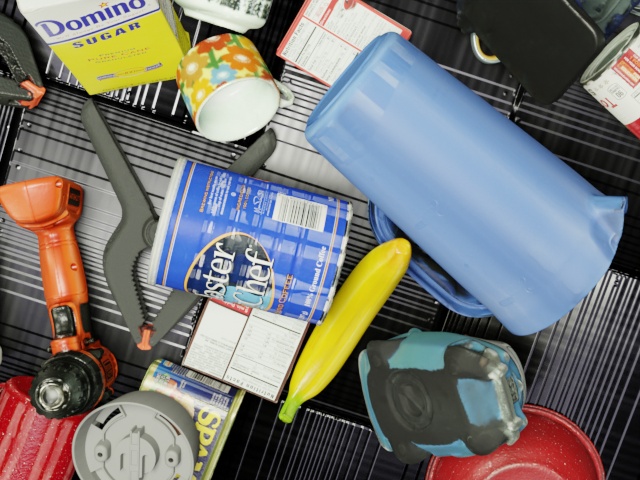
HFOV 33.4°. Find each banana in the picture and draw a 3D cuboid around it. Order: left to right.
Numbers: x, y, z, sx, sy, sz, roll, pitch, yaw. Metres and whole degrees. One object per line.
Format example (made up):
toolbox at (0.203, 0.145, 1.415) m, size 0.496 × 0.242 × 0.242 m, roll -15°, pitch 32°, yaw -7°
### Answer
banana at (0.025, 0.067, 0.888) m, size 0.037 × 0.069 × 0.198 m, roll 25°, pitch 116°, yaw -11°

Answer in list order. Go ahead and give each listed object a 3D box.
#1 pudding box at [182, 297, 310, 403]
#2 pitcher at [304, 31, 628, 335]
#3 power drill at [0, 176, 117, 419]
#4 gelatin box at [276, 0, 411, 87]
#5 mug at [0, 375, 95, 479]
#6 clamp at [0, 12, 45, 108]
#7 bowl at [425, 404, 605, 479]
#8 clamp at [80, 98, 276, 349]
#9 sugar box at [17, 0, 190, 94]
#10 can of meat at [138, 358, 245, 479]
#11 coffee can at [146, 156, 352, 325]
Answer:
pudding box at (-0.057, 0.071, 0.915) m, size 0.090 × 0.039 × 0.113 m, roll 23°, pitch 101°, yaw -3°
pitcher at (0.103, -0.042, 0.840) m, size 0.242 × 0.145 × 0.149 m, roll 39°, pitch 91°, yaw -10°
power drill at (-0.210, 0.046, 0.851) m, size 0.057 × 0.184 × 0.187 m, roll -10°, pitch 90°, yaw -5°
gelatin box at (0.019, -0.163, 0.879) m, size 0.089 × 0.030 × 0.073 m, roll 30°, pitch 100°, yaw -5°
mug at (-0.252, 0.164, 0.917) m, size 0.117 × 0.093 × 0.081 m, roll 26°, pitch 95°, yaw 34°
clamp at (-0.304, -0.164, 0.863) m, size 0.171 × 0.039 × 0.120 m, roll 47°, pitch 69°, yaw -5°
bowl at (0.172, 0.227, 0.926) m, size 0.162 × 0.055 × 0.162 m, roll 0°, pitch 99°, yaw 2°
clamp at (-0.142, -0.015, 0.903) m, size 0.164 × 0.036 × 0.210 m, roll 16°, pitch 96°, yaw -1°
sugar box at (-0.158, -0.165, 0.809) m, size 0.093 × 0.176 × 0.048 m, roll -11°, pitch 81°, yaw 2°
can of meat at (-0.122, 0.162, 0.922) m, size 0.084 × 0.057 × 0.102 m, roll 22°, pitch 98°, yaw 1°
coffee can at (-0.055, 0.001, 0.837) m, size 0.140 × 0.103 × 0.103 m, roll 14°, pitch 99°, yaw -5°
